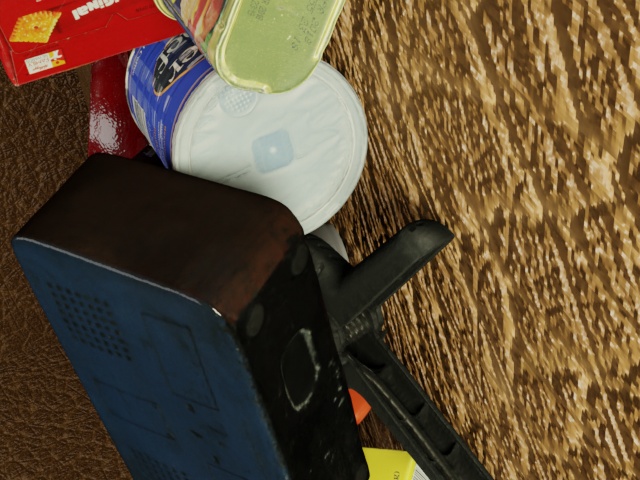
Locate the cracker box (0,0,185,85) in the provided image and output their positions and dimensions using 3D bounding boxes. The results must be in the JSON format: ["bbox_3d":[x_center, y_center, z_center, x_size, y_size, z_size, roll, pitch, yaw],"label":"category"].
[{"bbox_3d":[-0.125,-0.203,0.593,0.072,0.164,0.214,85,162,-55],"label":"cracker box"}]

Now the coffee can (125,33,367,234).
[{"bbox_3d":[-0.046,-0.071,0.596,0.140,0.102,0.103,-131,25,-60],"label":"coffee can"}]

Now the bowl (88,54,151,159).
[{"bbox_3d":[-0.175,-0.113,0.942,0.162,0.055,0.162,-178,90,-79],"label":"bowl"}]

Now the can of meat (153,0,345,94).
[{"bbox_3d":[-0.027,-0.126,0.476,0.084,0.057,0.102,54,129,46],"label":"can of meat"}]

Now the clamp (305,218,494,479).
[{"bbox_3d":[0.016,0.039,0.571,0.210,0.036,0.164,30,137,49],"label":"clamp"}]
